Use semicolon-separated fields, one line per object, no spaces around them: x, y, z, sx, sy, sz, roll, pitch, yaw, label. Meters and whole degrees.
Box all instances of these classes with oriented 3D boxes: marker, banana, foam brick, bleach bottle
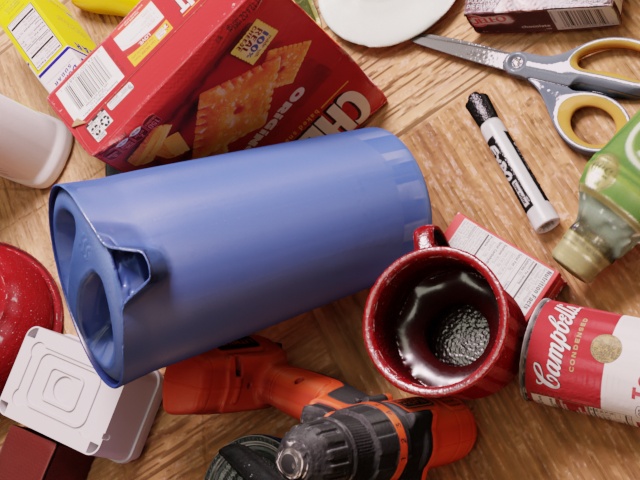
0.136;-0.059;0.765;0.020;0.020;0.121;-32;62;14;marker
-0.153;-0.194;0.945;0.069;0.037;0.198;-49;59;4;banana
-0.226;0.193;0.848;0.053;0.051;0.078;16;81;31;foam brick
-0.323;-0.119;0.882;0.103;0.250;0.068;17;82;30;bleach bottle

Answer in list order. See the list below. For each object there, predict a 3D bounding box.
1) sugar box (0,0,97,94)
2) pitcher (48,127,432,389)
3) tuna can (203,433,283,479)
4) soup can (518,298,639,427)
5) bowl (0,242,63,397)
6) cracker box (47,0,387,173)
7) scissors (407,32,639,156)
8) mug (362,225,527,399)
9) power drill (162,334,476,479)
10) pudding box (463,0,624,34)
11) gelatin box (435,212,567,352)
-0.226;-0.164;0.940;0.048;0.093;0.176;-46;60;7;sugar box
-0.055;0.001;0.726;0.242;0.145;0.149;-16;43;-26;pitcher
-0.042;0.183;0.768;0.086;0.033;0.086;-9;70;24;tuna can
0.184;0.079;0.668;0.102;0.068;0.068;11;79;28;soup can
-0.300;0.061;0.889;0.162;0.055;0.162;0;64;0;bowl
-0.062;-0.101;0.766;0.164;0.213;0.072;-44;62;8;cracker box
0.149;-0.110;0.777;0.202;0.016;0.096;5;77;29;scissors
0.082;0.047;0.685;0.093;0.081;0.117;-20;69;19;mug
-0.015;0.113;0.702;0.188;0.184;0.057;16;96;37;power drill
0.168;-0.200;0.783;0.114;0.039;0.090;4;74;27;pudding box
0.113;0.034;0.740;0.089;0.030;0.073;34;90;28;gelatin box
